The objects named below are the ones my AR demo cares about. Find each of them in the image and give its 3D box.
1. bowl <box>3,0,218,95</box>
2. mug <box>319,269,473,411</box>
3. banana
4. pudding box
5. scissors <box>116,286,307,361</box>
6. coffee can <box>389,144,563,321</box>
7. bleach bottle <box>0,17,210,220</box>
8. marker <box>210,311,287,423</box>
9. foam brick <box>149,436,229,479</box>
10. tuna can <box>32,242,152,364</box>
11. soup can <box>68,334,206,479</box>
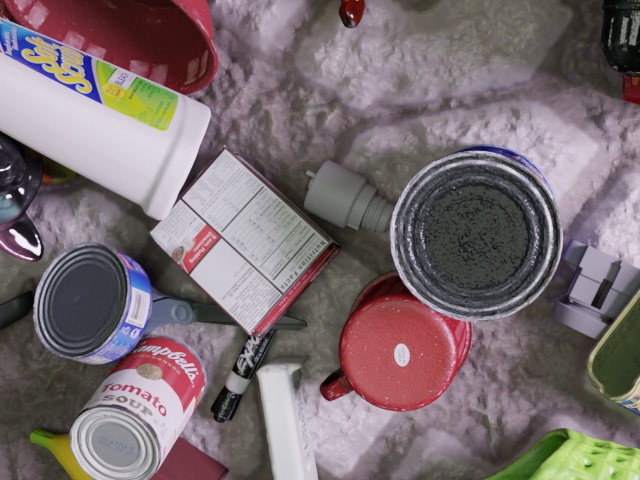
[{"bbox_3d":[-0.138,-0.168,0.741,0.162,0.162,0.055,16,68,9],"label":"bowl"},{"bbox_3d":[0.048,0.077,0.748,0.117,0.081,0.093,-31,90,13],"label":"mug"},{"bbox_3d":[-0.162,0.229,0.834,0.070,0.037,0.198,-23,89,40],"label":"banana"},{"bbox_3d":[-0.055,0.001,0.767,0.113,0.039,0.090,43,91,14],"label":"pudding box"},{"bbox_3d":[-0.114,0.069,0.806,0.202,0.016,0.096,21,105,14],"label":"scissors"},{"bbox_3d":[0.104,-0.010,0.697,0.103,0.140,0.103,1,97,11],"label":"coffee can"},{"bbox_3d":[-0.204,-0.107,0.735,0.250,0.102,0.068,25,119,-10],"label":"bleach bottle"},{"bbox_3d":[-0.051,0.084,0.801,0.020,0.020,0.121,28,101,7],"label":"marker"},{"bbox_3d":[-0.111,0.190,0.796,0.051,0.078,0.053,33,102,4],"label":"foam brick"},{"bbox_3d":[-0.165,0.047,0.776,0.086,0.033,0.086,-9,70,25],"label":"tuna can"},{"bbox_3d":[-0.129,0.121,0.763,0.068,0.102,0.068,5,114,11],"label":"soup can"}]
